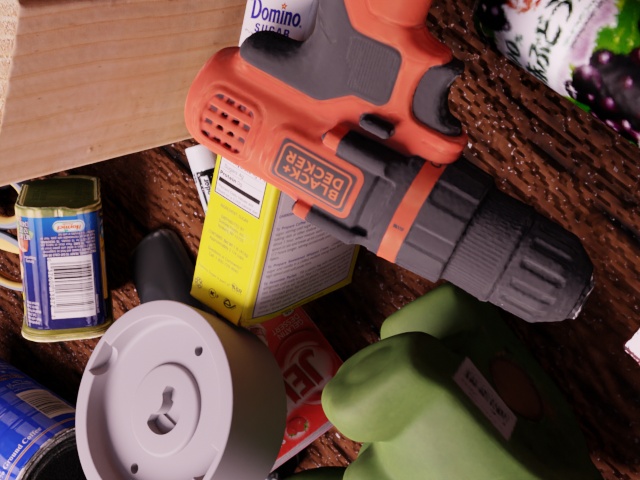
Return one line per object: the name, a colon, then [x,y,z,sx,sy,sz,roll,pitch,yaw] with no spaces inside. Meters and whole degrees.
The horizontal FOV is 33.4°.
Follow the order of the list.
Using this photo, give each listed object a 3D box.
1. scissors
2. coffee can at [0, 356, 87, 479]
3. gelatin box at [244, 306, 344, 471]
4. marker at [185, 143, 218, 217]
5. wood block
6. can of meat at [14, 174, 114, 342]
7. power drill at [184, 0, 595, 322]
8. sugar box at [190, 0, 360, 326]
scissors: [-0.272,-0.028,0.770,0.202,0.016,0.096,25,118,19]
coffee can: [-0.229,0.151,0.782,0.140,0.102,0.103,24,119,33]
gelatin box: [-0.030,0.085,0.601,0.073,0.089,0.030,52,170,16]
marker: [-0.054,0.001,0.637,0.020,0.020,0.121,-12,96,42]
wood block: [-0.090,-0.104,0.505,0.091,0.205,0.090,38,126,25]
can of meat: [-0.164,0.008,0.686,0.102,0.057,0.084,-129,37,-71]
power drill: [0.051,-0.074,0.404,0.184,0.057,0.188,29,119,7]
sugar box: [-0.007,-0.049,0.529,0.048,0.093,0.176,29,121,30]
